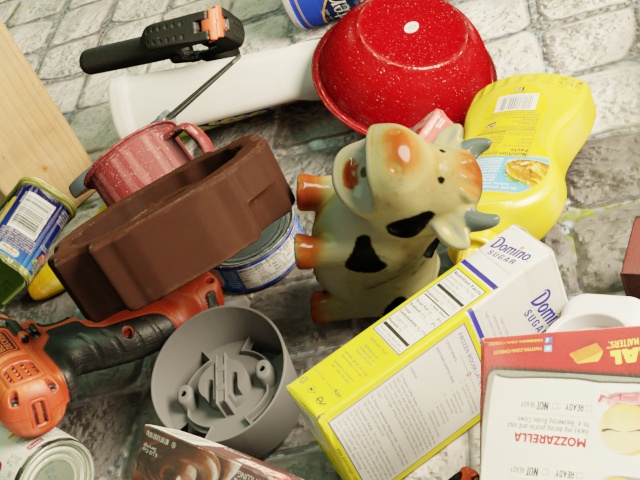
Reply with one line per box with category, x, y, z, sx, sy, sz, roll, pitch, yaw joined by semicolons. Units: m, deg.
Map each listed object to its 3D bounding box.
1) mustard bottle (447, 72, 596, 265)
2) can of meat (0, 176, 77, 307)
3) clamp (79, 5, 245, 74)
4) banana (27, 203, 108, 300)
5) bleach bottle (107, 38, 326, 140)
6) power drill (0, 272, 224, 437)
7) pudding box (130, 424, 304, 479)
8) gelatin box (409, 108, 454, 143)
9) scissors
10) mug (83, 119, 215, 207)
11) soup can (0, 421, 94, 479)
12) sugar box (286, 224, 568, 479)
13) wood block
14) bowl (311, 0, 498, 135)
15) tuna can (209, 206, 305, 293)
mustard bottle;0.135;-0.042;0.783;0.096;0.058;0.191;1;46;32
can of meat;-0.269;0.004;0.936;0.102;0.057;0.084;-33;27;51
clamp;-0.119;-0.185;1.001;0.164;0.036;0.210;-8;3;-29
banana;-0.184;-0.020;0.958;0.070;0.037;0.197;-24;24;54
bleach bottle;-0.061;-0.144;0.981;0.251;0.068;0.102;-11;4;17
power drill;-0.178;0.063;0.800;0.187;0.057;0.185;-23;33;-26
pudding box;-0.070;0.171;0.649;0.114;0.039;0.090;13;86;40
gelatin box;0.062;-0.054;0.823;0.073;0.030;0.089;-52;6;-27
scissors;-0.150;-0.090;0.912;0.202;0.016;0.096;-35;4;43
mug;-0.129;-0.047;0.887;0.117;0.081;0.093;-40;-8;28
soup can;-0.216;0.156;0.754;0.102;0.068;0.068;15;55;39
sugar box;0.074;0.077;0.661;0.176;0.093;0.048;-36;41;-12
wood block;-0.300;-0.112;0.986;0.090;0.206;0.091;-45;42;-21
bowl;0.074;-0.158;0.895;0.162;0.055;0.162;2;55;-3
tuna can;-0.056;0.001;0.861;0.086;0.033;0.086;-16;41;14
